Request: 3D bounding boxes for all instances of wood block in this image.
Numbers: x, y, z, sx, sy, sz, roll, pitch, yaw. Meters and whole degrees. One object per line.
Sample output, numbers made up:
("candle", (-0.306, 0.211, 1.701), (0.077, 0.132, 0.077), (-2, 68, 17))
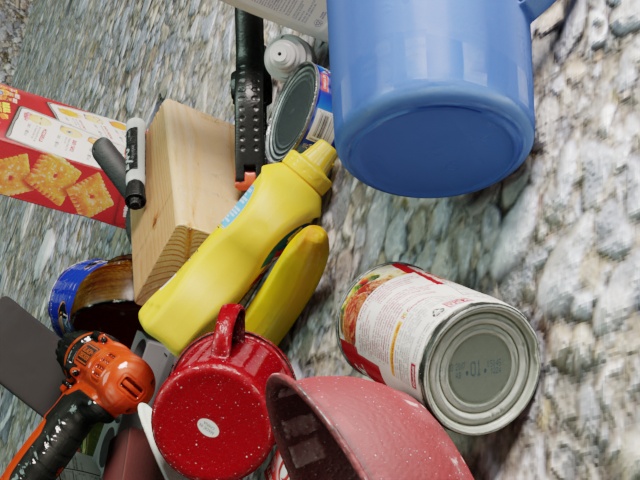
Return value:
("wood block", (-0.113, -0.028, 0.954), (0.091, 0.090, 0.206), (-57, 27, 27))

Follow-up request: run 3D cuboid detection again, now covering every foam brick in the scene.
("foam brick", (-0.129, 0.185, 0.846), (0.051, 0.078, 0.053), (-34, 43, 52))

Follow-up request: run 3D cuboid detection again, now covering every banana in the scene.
("banana", (-0.042, 0.060, 0.779), (0.198, 0.037, 0.069), (-54, -3, 25))

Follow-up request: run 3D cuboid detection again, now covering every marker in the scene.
("marker", (-0.167, -0.069, 0.963), (0.020, 0.020, 0.121), (-55, 28, 32))

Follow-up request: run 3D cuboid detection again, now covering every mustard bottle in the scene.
("mustard bottle", (-0.055, 0.001, 0.805), (0.191, 0.058, 0.096), (-50, 1, -1))

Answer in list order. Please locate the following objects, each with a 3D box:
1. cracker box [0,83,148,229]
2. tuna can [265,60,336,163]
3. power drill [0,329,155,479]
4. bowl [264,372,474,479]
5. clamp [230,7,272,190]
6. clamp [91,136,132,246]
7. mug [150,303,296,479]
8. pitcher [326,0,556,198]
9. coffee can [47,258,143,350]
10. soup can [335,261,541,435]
("cracker box", (-0.278, -0.090, 1.203), (0.072, 0.213, 0.164), (-64, 24, 21))
("tuna can", (-0.010, -0.097, 0.851), (0.086, 0.033, 0.086), (-47, 34, 44))
("power drill", (-0.225, 0.154, 0.868), (0.187, 0.057, 0.185), (-52, 22, -14))
("bowl", (0.034, 0.125, 0.508), (0.162, 0.055, 0.162), (55, 161, 29))
("clamp", (-0.061, -0.136, 0.954), (0.164, 0.036, 0.210), (90, 178, -72))
("clamp", (-0.154, -0.030, 1.062), (0.039, 0.120, 0.171), (-49, 54, 39))
("mug", (-0.063, 0.100, 0.709), (0.081, 0.093, 0.117), (-49, -33, -82))
("pitcher", (0.072, -0.154, 0.620), (0.149, 0.144, 0.243), (124, 151, -57))
("coffee can", (-0.213, 0.070, 1.083), (0.140, 0.102, 0.103), (-1, 72, 65))
("soup can", (0.058, 0.053, 0.550), (0.102, 0.068, 0.068), (23, 94, 66))
